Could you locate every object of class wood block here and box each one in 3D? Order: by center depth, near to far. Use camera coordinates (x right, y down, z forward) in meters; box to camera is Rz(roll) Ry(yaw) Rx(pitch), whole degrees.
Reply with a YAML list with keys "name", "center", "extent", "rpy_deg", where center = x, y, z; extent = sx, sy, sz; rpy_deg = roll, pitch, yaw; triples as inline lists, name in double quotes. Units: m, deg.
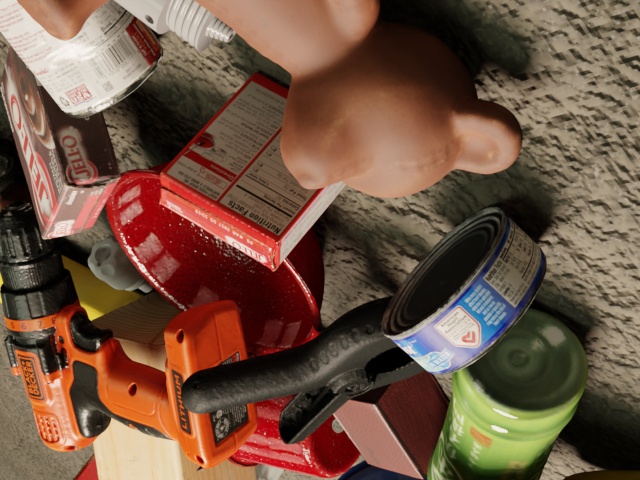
- name: "wood block"
  center: [-0.111, 0.155, 0.816]
  extent: [0.090, 0.090, 0.206]
  rpy_deg: [6, 109, 34]

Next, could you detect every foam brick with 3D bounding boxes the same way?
- name: "foam brick"
  center: [0.047, 0.112, 0.717]
  extent: [0.053, 0.051, 0.078]
  rpy_deg: [5, 136, 45]

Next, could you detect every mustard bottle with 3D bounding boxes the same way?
- name: "mustard bottle"
  center: [-0.221, 0.049, 0.912]
  extent: [0.192, 0.058, 0.096]
  rpy_deg: [24, 151, 28]

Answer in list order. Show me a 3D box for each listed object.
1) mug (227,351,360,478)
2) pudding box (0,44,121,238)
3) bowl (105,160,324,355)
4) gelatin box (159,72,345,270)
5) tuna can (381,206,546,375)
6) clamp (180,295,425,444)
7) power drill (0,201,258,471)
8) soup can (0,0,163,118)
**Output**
- name: "mug"
  center: [-0.017, 0.112, 0.764]
  extent: [0.082, 0.093, 0.117]
  rpy_deg: [4, 100, 38]
- name: "pudding box"
  center: [-0.162, -0.068, 0.656]
  extent: [0.090, 0.039, 0.113]
  rpy_deg: [-41, 63, 59]
- name: "bowl"
  center: [-0.054, 0.001, 0.668]
  extent: [0.162, 0.055, 0.162]
  rpy_deg: [28, 149, 18]
- name: "gelatin box"
  center: [-0.029, -0.037, 0.554]
  extent: [0.073, 0.089, 0.030]
  rpy_deg: [29, 149, 15]
- name: "tuna can"
  center: [0.072, 0.026, 0.535]
  extent: [0.033, 0.086, 0.086]
  rpy_deg: [42, 150, -10]
- name: "clamp"
  center: [0.015, 0.078, 0.639]
  extent: [0.171, 0.039, 0.120]
  rpy_deg: [-22, 156, 14]
- name: "power drill"
  center: [-0.135, 0.067, 0.705]
  extent: [0.188, 0.057, 0.184]
  rpy_deg: [7, 117, 36]
- name: "soup can"
  center: [-0.139, -0.126, 0.574]
  extent: [0.069, 0.068, 0.102]
  rpy_deg: [2, 135, 46]
